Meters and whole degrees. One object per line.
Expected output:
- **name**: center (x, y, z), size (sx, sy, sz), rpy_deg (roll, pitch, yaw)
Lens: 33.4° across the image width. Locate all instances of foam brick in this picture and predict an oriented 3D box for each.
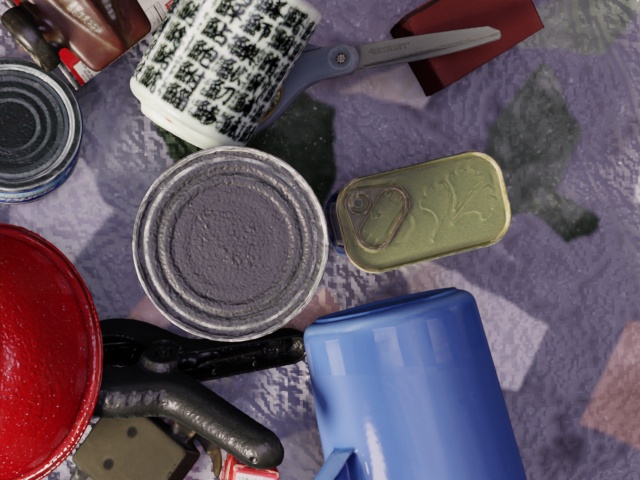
- **foam brick**: center (0.092, -0.135, 0.680), size (0.078, 0.053, 0.051), rpy_deg (-32, 94, -4)

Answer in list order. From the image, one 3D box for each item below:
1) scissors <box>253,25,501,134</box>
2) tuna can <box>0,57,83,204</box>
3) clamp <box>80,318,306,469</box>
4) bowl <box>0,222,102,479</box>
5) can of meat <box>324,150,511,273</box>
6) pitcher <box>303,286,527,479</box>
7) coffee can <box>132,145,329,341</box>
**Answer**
- **scissors**: center (0.000, -0.126, 0.658), size (0.202, 0.016, 0.096), rpy_deg (-23, 83, 13)
- **tuna can**: center (-0.188, -0.067, 0.648), size (0.086, 0.034, 0.086), rpy_deg (3, 79, -15)
- **clamp**: center (-0.088, 0.077, 0.654), size (0.171, 0.120, 0.039), rpy_deg (16, 115, 10)
- **bowl**: center (-0.207, 0.068, 0.613), size (0.162, 0.055, 0.162), rpy_deg (-2, 85, 22)
- **can of meat**: center (0.056, -0.017, 0.661), size (0.102, 0.084, 0.057), rpy_deg (-14, 93, -6)
- **pitcher**: center (0.058, 0.158, 0.639), size (0.145, 0.149, 0.243), rpy_deg (-13, 89, 7)
- **coffee can**: center (-0.054, 0.001, 0.620), size (0.102, 0.140, 0.103), rpy_deg (0, 91, -7)
